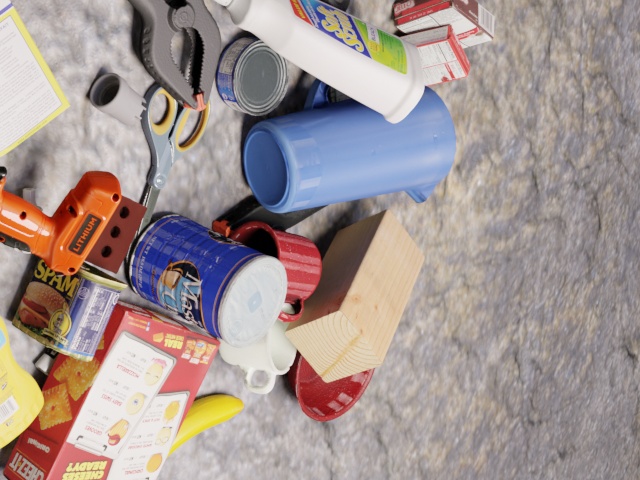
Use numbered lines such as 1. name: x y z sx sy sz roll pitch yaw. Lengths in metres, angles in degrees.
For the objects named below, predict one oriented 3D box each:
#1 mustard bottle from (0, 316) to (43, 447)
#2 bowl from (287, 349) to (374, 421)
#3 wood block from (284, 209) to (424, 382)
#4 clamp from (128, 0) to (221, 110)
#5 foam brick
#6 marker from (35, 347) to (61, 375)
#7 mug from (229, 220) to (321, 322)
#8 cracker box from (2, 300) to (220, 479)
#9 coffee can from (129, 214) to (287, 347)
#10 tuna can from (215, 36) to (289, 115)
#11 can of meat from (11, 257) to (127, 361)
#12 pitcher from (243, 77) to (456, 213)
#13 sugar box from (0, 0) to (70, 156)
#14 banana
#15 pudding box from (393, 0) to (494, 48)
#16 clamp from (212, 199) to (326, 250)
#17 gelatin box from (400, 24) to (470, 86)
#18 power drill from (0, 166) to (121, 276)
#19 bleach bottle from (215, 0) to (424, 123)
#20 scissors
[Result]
1. mustard bottle: -0.339 0.111 1.012 0.096 0.058 0.191 -39 131 -30
2. bowl: 0.006 0.155 1.415 0.161 0.055 0.162 -21 120 -42
3. wood block: 0.047 0.066 1.323 0.090 0.091 0.205 52 37 -20
4. clamp: -0.158 -0.231 1.085 0.164 0.036 0.210 -20 116 -35
5. foam brick: -0.224 -0.015 1.094 0.052 0.051 0.078 29 83 -50
6. marker: -0.254 0.090 1.127 0.121 0.020 0.020 -52 136 -20
7. mug: -0.049 0.039 1.222 0.093 0.117 0.081 -36 150 31
8. cracker box: -0.220 0.175 1.143 0.164 0.072 0.214 27 89 -54
9. coffee can: -0.121 0.042 1.152 0.102 0.140 0.103 -33 134 -41
10. tuna can: -0.077 -0.186 1.204 0.085 0.034 0.086 -21 119 -42
11. can of meat: -0.251 0.063 1.058 0.057 0.102 0.084 24 89 -50
12. pitcher: 0.031 -0.118 1.274 0.242 0.149 0.145 -15 143 -35
13. sugar box: -0.306 -0.168 0.948 0.093 0.048 0.176 -43 130 -24
14. banana: -0.168 0.233 1.270 0.197 0.037 0.070 -38 148 -31
15. pudding box: 0.161 -0.284 1.383 0.113 0.090 0.039 23 63 -49
16. clamp: -0.058 0.002 1.296 0.171 0.039 0.120 -5 104 -40
17. gelatin box: 0.141 -0.237 1.383 0.073 0.089 0.030 52 37 -45
18. power drill: -0.277 -0.056 0.955 0.187 0.057 0.185 23 111 -33
19. bleach bottle: -0.006 -0.223 1.182 0.250 0.102 0.068 22 133 -24
20. scissors: -0.183 -0.081 1.142 0.096 0.016 0.201 41 74 -46
